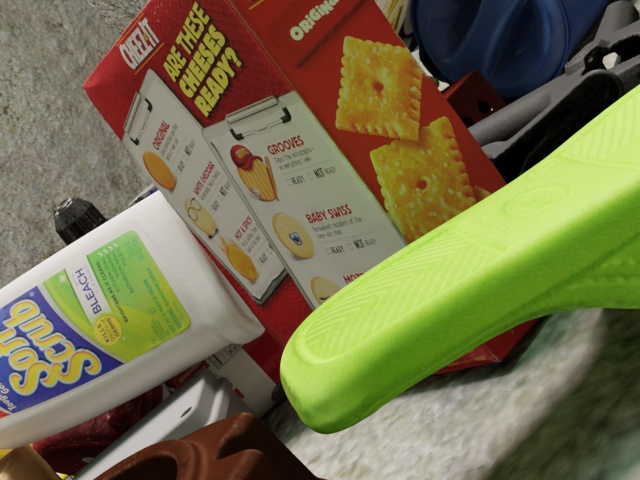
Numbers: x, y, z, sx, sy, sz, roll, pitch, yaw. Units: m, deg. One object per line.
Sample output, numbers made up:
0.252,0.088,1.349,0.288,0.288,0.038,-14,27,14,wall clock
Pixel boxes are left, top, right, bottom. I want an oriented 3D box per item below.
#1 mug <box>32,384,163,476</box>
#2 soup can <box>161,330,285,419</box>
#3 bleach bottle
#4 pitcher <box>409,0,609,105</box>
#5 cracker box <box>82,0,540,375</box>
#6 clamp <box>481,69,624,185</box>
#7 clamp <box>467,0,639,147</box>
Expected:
-0.138,0.100,0.687,0.117,0.093,0.081,-39,46,48,mug
-0.044,0.071,0.659,0.102,0.068,0.068,-43,10,-9,soup can
-0.162,0.074,0.618,0.251,0.102,0.068,-32,-10,8,bleach bottle
0.193,-0.227,0.895,0.149,0.145,0.242,18,42,26,pitcher
-0.004,-0.032,0.518,0.072,0.213,0.164,-40,8,-30,cracker box
0.098,-0.026,0.622,0.120,0.039,0.172,-47,4,-31,clamp
0.166,-0.098,0.675,0.164,0.036,0.210,-40,10,3,clamp
